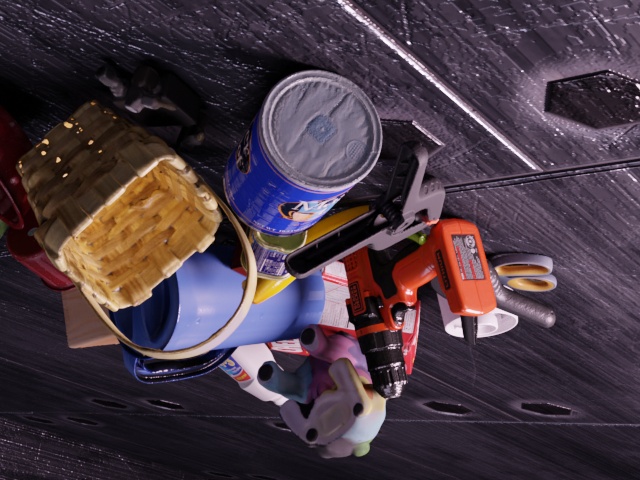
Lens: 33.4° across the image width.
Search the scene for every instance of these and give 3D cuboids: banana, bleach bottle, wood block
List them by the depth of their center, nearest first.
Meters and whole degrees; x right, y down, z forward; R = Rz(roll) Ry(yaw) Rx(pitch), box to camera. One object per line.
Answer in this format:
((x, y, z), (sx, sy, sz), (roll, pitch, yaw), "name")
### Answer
((0.009, 0.006, 1.118), (0.198, 0.069, 0.037), (-22, 128, 7), "banana")
((-0.250, 0.082, 1.419), (0.090, 0.090, 0.207), (-2, 169, -44), "wood block")
((-0.120, 0.152, 1.515), (0.103, 0.068, 0.250), (-9, 131, 49), "bleach bottle")

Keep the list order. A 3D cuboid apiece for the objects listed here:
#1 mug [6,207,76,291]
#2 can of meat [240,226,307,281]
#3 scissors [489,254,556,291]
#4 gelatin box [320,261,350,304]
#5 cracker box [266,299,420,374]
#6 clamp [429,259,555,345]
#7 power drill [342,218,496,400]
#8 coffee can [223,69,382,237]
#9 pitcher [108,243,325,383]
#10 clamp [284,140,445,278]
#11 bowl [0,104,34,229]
((-0.334, -0.002, 1.308), (0.117, 0.093, 0.081), (41, 175, 35), "mug")
((-0.041, -0.021, 1.068), (0.057, 0.102, 0.084), (13, 158, -7), "can of meat")
((0.188, 0.042, 1.254), (0.202, 0.016, 0.096), (-8, 151, 41), "scissors")
((0.015, 0.051, 1.348), (0.073, 0.030, 0.089), (17, 160, -23), "gelatin box")
((0.027, 0.120, 1.472), (0.214, 0.072, 0.164), (9, 160, 7), "cracker box")
((0.188, 0.059, 1.215), (0.120, 0.039, 0.171), (-16, 134, 28), "clamp")
((0.101, 0.067, 1.151), (0.057, 0.184, 0.188), (-3, 164, -40), "power drill")
((-0.019, -0.071, 0.914), (0.102, 0.103, 0.140), (15, 160, -13), "coffee can")
((-0.116, 0.074, 1.235), (0.242, 0.145, 0.149), (2, 158, -45), "pitcher")
((0.071, -0.032, 0.990), (0.165, 0.036, 0.209), (-45, 163, 26), "clamp")
((-0.318, -0.089, 1.020), (0.162, 0.055, 0.162), (40, 158, 20), "bowl")
